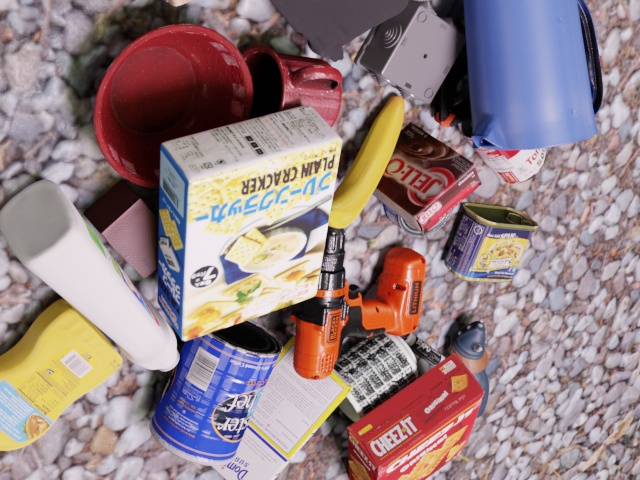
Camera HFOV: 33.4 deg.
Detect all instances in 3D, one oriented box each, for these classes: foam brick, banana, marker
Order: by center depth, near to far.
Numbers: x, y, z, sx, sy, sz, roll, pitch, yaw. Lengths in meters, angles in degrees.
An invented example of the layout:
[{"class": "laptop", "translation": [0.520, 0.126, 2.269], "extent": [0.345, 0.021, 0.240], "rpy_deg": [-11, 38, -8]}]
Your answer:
[{"class": "foam brick", "translation": [-0.185, -0.011, 1.054], "extent": [0.053, 0.051, 0.078], "rpy_deg": [-42, 131, -7]}, {"class": "banana", "translation": [0.047, -0.075, 1.149], "extent": [0.197, 0.037, 0.070], "rpy_deg": [-58, 170, -37]}, {"class": "marker", "translation": [0.126, 0.136, 1.379], "extent": [0.020, 0.020, 0.121], "rpy_deg": [-52, 132, 1]}]

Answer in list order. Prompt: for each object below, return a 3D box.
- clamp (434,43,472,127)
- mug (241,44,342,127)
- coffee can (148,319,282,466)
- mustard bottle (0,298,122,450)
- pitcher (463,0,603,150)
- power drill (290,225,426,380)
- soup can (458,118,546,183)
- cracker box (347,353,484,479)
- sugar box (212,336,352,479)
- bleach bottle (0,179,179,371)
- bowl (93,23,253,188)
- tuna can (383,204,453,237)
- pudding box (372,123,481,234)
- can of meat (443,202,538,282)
[{"class": "clamp", "translation": [0.193, -0.199, 1.206], "extent": [0.120, 0.039, 0.171], "rpy_deg": [24, 105, -12]}, {"class": "mug", "translation": [-0.026, -0.147, 1.052], "extent": [0.081, 0.117, 0.093], "rpy_deg": [-1, 75, -40]}, {"class": "coffee can", "translation": [-0.115, 0.159, 1.167], "extent": [0.102, 0.103, 0.140], "rpy_deg": [13, 107, -39]}, {"class": "mustard bottle", "translation": [-0.297, 0.152, 1.064], "extent": [0.191, 0.058, 0.096], "rpy_deg": [-42, 130, -8]}, {"class": "pitcher", "translation": [0.221, -0.220, 1.125], "extent": [0.145, 0.149, 0.243], "rpy_deg": [-6, 102, 13]}, {"class": "power drill", "translation": [0.043, 0.055, 1.219], "extent": [0.187, 0.057, 0.184], "rpy_deg": [-9, 113, -47]}, {"class": "soup can", "translation": [0.216, -0.120, 1.262], "extent": [0.068, 0.069, 0.102], "rpy_deg": [-50, 132, -1]}, {"class": "cracker box", "translation": [0.118, 0.249, 1.350], "extent": [0.164, 0.072, 0.214], "rpy_deg": [-33, 157, -15]}, {"class": "sugar box", "translation": [-0.053, 0.208, 1.245], "extent": [0.176, 0.093, 0.048], "rpy_deg": [-49, 170, 1]}, {"class": "bleach bottle", "translation": [-0.212, 0.052, 1.054], "extent": [0.068, 0.103, 0.250], "rpy_deg": [-38, 139, -5]}, {"class": "bowl", "translation": [-0.147, -0.133, 1.009], "extent": [0.161, 0.055, 0.162], "rpy_deg": [-17, 124, -27]}, {"class": "tuna can", "translation": [0.117, -0.049, 1.257], "extent": [0.086, 0.034, 0.086], "rpy_deg": [-17, 124, -27]}, {"class": "pudding box", "translation": [0.109, -0.070, 1.185], "extent": [0.090, 0.114, 0.039], "rpy_deg": [-40, 135, -10]}, {"class": "can of meat", "translation": [0.212, 0.004, 1.339], "extent": [0.101, 0.057, 0.084], "rpy_deg": [4, 115, -36]}]
